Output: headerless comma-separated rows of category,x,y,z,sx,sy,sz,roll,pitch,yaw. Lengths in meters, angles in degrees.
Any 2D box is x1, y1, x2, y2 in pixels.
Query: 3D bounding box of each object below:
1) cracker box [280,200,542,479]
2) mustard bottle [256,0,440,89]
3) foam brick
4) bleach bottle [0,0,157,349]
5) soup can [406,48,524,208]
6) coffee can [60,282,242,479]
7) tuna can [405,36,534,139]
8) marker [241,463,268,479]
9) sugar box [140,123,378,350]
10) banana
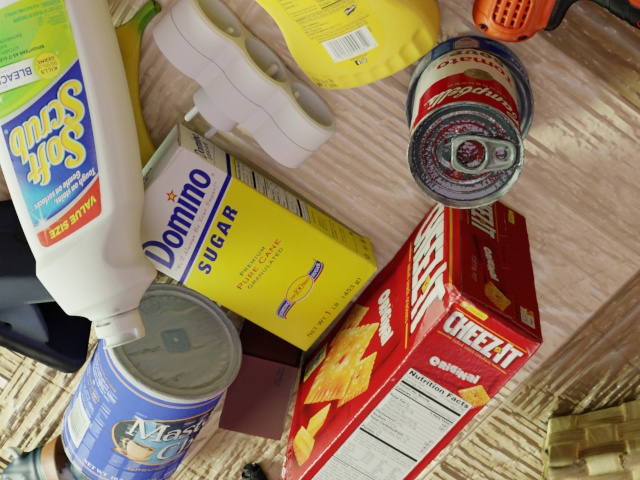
cracker box,0.059,0.081,0.754,0.072,0.164,0.214,31,118,-11
mustard bottle,-0.010,-0.178,0.649,0.096,0.058,0.191,-15,137,31
foam brick,-0.046,0.110,0.849,0.053,0.051,0.078,14,120,-1
bleach bottle,-0.158,-0.055,0.701,0.103,0.068,0.251,-17,91,12
soup can,0.090,-0.072,0.661,0.068,0.102,0.068,4,119,6
coffee can,-0.132,0.115,0.817,0.102,0.102,0.140,26,132,-6
tuna can,0.101,-0.094,0.727,0.086,0.033,0.086,4,119,6
marker,-0.034,0.242,0.937,0.020,0.020,0.121,-23,113,19
sugar box,-0.055,0.001,0.771,0.176,0.048,0.093,30,112,-25
banana,-0.125,-0.070,0.770,0.070,0.037,0.198,-9,117,9
